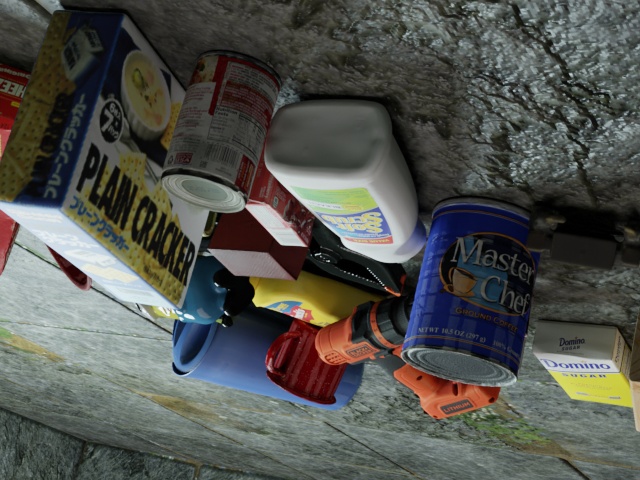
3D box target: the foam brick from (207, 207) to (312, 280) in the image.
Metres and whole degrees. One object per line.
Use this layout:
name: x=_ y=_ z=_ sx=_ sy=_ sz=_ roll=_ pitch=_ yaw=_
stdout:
foam brick: x=-0.057 y=0.001 z=1.007 sx=0.078 sy=0.051 sz=0.053 roll=4 pitch=151 yaw=35

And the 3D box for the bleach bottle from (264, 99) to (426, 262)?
bleach bottle: x=0.043 y=-0.035 z=0.906 sx=0.103 sy=0.068 sz=0.250 roll=4 pitch=161 yaw=23

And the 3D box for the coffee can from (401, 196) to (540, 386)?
coffee can: x=0.135 y=0.046 z=0.940 sx=0.103 sy=0.140 sz=0.103 roll=13 pitch=161 yaw=4

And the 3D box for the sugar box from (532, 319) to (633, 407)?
sugar box: x=0.315 y=0.145 z=1.236 sx=0.093 sy=0.048 sz=0.176 roll=3 pitch=159 yaw=31

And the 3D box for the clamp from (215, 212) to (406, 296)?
clamp: x=0.010 y=-0.001 z=1.060 sx=0.209 sy=0.036 sz=0.165 roll=27 pitch=159 yaw=-22

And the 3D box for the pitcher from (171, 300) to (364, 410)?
pitcher: x=-0.060 y=0.137 z=1.388 sx=0.242 sy=0.145 sz=0.149 roll=21 pitch=177 yaw=-28

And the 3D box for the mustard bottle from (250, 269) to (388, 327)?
mustard bottle: x=-0.018 y=0.064 z=1.235 sx=0.191 sy=0.058 sz=0.096 roll=21 pitch=165 yaw=-16

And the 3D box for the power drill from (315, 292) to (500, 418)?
power drill: x=0.114 y=0.125 z=1.184 sx=0.187 sy=0.057 sz=0.185 roll=35 pitch=142 yaw=-28

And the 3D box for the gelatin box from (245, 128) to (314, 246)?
gelatin box: x=-0.029 y=-0.045 z=0.908 sx=0.030 sy=0.073 sz=0.089 roll=5 pitch=158 yaw=24

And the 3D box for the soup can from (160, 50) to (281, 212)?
soup can: x=-0.074 y=-0.080 z=0.797 sx=0.068 sy=0.102 sz=0.068 roll=13 pitch=161 yaw=4

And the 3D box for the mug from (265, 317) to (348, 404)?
mug: x=-0.017 y=0.140 z=1.289 sx=0.117 sy=0.081 sz=0.093 roll=17 pitch=-170 yaw=-40
